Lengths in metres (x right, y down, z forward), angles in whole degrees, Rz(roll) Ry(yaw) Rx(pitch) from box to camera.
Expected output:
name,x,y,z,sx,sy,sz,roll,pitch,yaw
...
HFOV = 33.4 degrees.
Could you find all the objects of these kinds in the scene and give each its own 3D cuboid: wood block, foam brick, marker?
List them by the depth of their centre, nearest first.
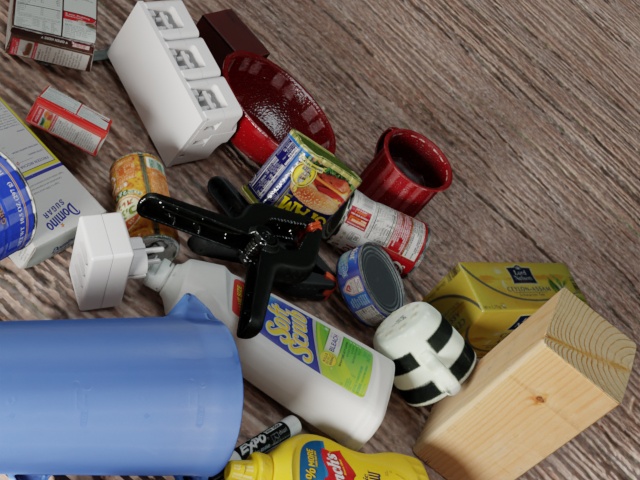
name,x,y,z,sx,sy,sz,roll,pitch,yaw
marker,-0.063,0.185,0.939,0.120,0.020,0.020,-23,69,-46
wood block,0.190,0.152,1.015,0.091,0.206,0.090,39,40,-2
foam brick,-0.109,-0.224,1.252,0.078,0.051,0.052,50,40,11

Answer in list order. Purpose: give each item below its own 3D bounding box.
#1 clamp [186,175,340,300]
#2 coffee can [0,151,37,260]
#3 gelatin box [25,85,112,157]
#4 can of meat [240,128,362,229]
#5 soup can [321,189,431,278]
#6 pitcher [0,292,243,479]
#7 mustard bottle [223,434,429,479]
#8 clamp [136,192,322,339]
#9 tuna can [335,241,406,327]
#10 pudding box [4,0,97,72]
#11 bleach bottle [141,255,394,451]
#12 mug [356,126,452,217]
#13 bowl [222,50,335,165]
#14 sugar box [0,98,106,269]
name,x,y,z,sx,sy,sz,roll,pitch,yaw
clamp,-0.057,0.001,1.096,0.171,0.039,0.120,29,40,-24
coffee can,-0.315,-0.009,0.860,0.103,0.103,0.140,45,40,6
gelatin box,-0.244,-0.116,1.041,0.073,0.030,0.089,28,9,-14
can of meat,-0.018,-0.057,1.114,0.102,0.084,0.057,29,15,-43
soup can,0.061,-0.009,1.171,0.102,0.069,0.068,26,42,-15
pitcher,-0.191,0.131,0.821,0.242,0.145,0.149,4,40,-30
mustard bottle,0.005,0.219,0.929,0.191,0.058,0.096,18,50,-23
clamp,-0.070,0.001,1.012,0.164,0.036,0.209,47,30,9
tuna can,0.053,0.047,1.117,0.086,0.034,0.086,41,35,-38
pudding box,-0.283,-0.233,1.128,0.090,0.039,0.113,10,41,-20
bleach bottle,-0.054,0.094,0.995,0.250,0.068,0.102,31,36,-7
mug,0.089,-0.079,1.245,0.093,0.082,0.117,5,51,-34
bowl,-0.060,-0.133,1.189,0.162,0.055,0.162,34,31,-24
sugar box,-0.289,-0.061,0.973,0.176,0.048,0.093,49,41,7
